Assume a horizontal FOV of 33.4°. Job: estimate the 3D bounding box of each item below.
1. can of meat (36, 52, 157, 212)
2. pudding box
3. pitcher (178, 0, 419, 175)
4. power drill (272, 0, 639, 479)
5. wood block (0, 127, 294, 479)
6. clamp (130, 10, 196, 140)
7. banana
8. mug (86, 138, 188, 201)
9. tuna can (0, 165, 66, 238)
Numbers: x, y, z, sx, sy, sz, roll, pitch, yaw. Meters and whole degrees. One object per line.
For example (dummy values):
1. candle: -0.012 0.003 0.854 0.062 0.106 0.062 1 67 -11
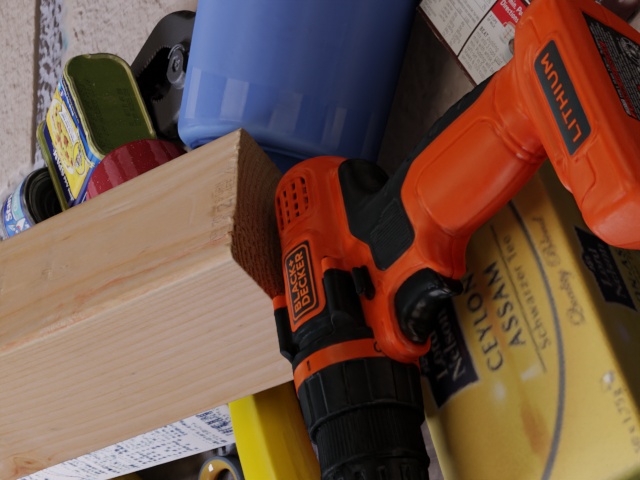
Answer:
1. can of meat: -0.165 -0.076 0.790 0.084 0.057 0.102 -53 54 49
2. pudding box: 0.107 -0.126 0.517 0.114 0.039 0.090 -49 43 25
3. pitcher: -0.001 -0.156 0.592 0.145 0.149 0.243 7 82 39
4. power drill: 0.054 0.010 0.407 0.188 0.057 0.184 -39 50 36
5. wood block: -0.103 0.038 0.542 0.206 0.090 0.090 -23 42 22
6. clamp: -0.084 -0.113 0.749 0.210 0.036 0.164 -17 71 51
7. banana: -0.015 0.107 0.527 0.198 0.037 0.070 -121 39 -54
8. mug: -0.106 -0.005 0.709 0.081 0.093 0.117 -125 24 -50
9. tuna can: -0.197 -0.014 0.814 0.034 0.086 0.086 -40 49 34
